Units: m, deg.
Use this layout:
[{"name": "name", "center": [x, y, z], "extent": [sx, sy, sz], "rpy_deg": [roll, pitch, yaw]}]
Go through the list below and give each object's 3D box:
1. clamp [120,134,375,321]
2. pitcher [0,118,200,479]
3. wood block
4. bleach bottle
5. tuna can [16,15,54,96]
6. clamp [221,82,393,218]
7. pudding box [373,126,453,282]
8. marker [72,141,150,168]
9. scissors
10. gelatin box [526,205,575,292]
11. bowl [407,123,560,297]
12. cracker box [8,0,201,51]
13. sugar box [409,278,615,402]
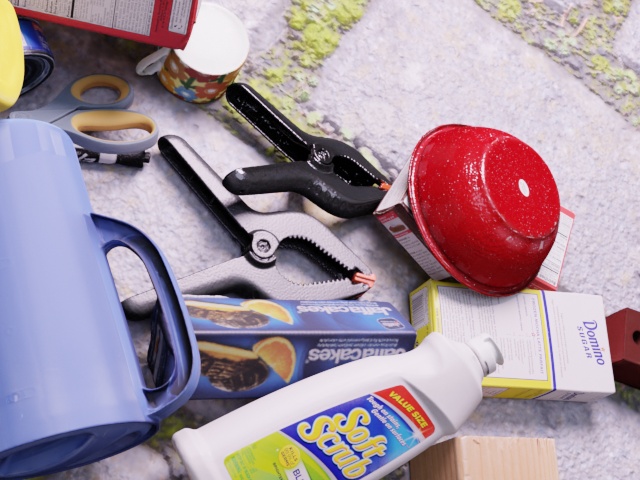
[{"name": "clamp", "center": [-0.056, 0.001, 0.879], "extent": [0.209, 0.036, 0.164], "rpy_deg": [10, 66, -17]}, {"name": "pitcher", "center": [-0.195, 0.038, 0.757], "extent": [0.148, 0.145, 0.243], "rpy_deg": [-1, 66, -41]}, {"name": "wood block", "center": [0.133, 0.261, 0.822], "extent": [0.090, 0.090, 0.206], "rpy_deg": [6, 68, -21]}, {"name": "bleach bottle", "center": [0.022, 0.132, 0.800], "extent": [0.250, 0.068, 0.102], "rpy_deg": [-27, 103, -12]}, {"name": "tuna can", "center": [-0.251, -0.138, 0.828], "extent": [0.086, 0.086, 0.034], "rpy_deg": [-21, 80, -27]}, {"name": "clamp", "center": [-0.013, -0.057, 0.902], "extent": [0.171, 0.039, 0.120], "rpy_deg": [26, 49, -17]}, {"name": "pudding box", "center": [0.107, -0.032, 0.937], "extent": [0.090, 0.039, 0.113], "rpy_deg": [46, 49, -15]}, {"name": "marker", "center": [-0.198, -0.074, 0.862], "extent": [0.121, 0.020, 0.020], "rpy_deg": [5, 68, -20]}, {"name": "scissors", "center": [-0.230, -0.105, 0.850], "extent": [0.201, 0.016, 0.096], "rpy_deg": [5, 46, -15]}, {"name": "gelatin box", "center": [0.189, -0.001, 0.981], "extent": [0.073, 0.030, 0.089], "rpy_deg": [27, 62, -11]}, {"name": "bowl", "center": [0.152, -0.036, 0.908], "extent": [0.161, 0.055, 0.162], "rpy_deg": [16, 62, -32]}, {"name": "cracker box", "center": [-0.195, -0.230, 0.843], "extent": [0.213, 0.072, 0.164], "rpy_deg": [11, 34, -7]}, {"name": "sugar box", "center": [0.167, 0.089, 0.929], "extent": [0.176, 0.048, 0.093], "rpy_deg": [8, 67, -23]}]
